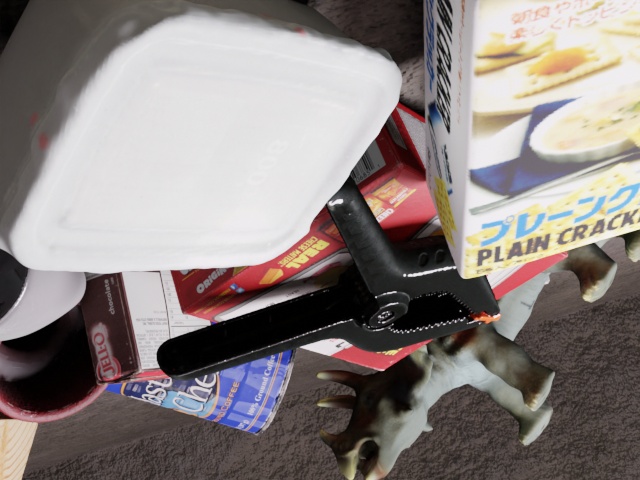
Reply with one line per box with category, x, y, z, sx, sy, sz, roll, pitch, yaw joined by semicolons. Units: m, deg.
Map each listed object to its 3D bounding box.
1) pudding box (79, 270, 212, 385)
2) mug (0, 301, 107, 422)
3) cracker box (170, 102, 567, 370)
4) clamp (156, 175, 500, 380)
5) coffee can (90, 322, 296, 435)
pudding box;-0.113;0.034;0.685;0.039;0.113;0.089;-17;168;26
mug;-0.195;0.053;0.708;0.093;0.082;0.117;-36;130;-14
cracker box;0.032;0.001;0.675;0.164;0.072;0.213;-35;148;25
clamp;0.031;0.023;0.596;0.209;0.036;0.165;2;141;-36
coffee can;-0.099;0.079;0.805;0.140;0.102;0.103;19;158;-13
